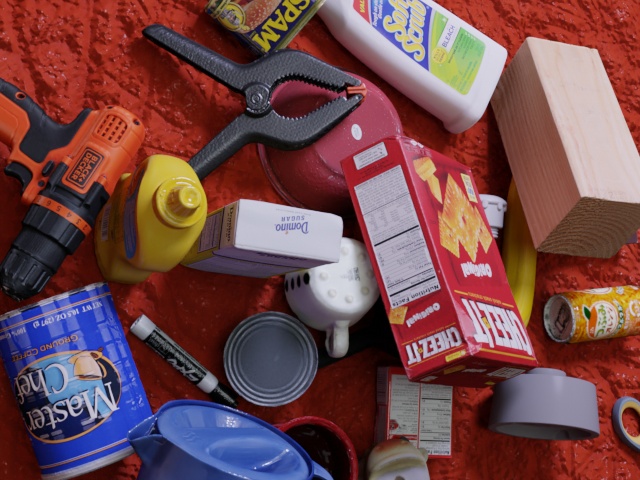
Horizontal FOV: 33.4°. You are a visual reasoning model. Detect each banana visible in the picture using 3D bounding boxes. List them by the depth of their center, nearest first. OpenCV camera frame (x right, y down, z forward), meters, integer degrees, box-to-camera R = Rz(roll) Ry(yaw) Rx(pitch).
[{"bbox_3d":[0.204,0.020,1.095,0.037,0.069,0.197,6,65,9],"label":"banana"}]

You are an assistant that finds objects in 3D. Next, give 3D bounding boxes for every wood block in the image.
[{"bbox_3d":[0.249,-0.094,1.070,0.090,0.091,0.206,6,52,-20],"label":"wood block"}]

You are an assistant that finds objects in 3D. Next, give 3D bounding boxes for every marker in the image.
[{"bbox_3d":[-0.122,0.113,0.968,0.121,0.020,0.020,42,69,-12],"label":"marker"}]

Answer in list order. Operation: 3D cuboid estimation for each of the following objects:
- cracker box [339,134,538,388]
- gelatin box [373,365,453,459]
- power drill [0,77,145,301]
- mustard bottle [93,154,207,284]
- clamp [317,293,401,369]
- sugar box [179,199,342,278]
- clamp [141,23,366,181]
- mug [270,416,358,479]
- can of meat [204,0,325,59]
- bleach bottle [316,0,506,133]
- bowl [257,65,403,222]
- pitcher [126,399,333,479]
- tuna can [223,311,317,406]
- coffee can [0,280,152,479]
[{"bbox_3d":[0.113,0.022,0.978,0.164,0.072,0.214,16,53,-57],"label":"cracker box"},{"bbox_3d":[0.091,0.168,1.043,0.073,0.030,0.089,6,82,-22],"label":"gelatin box"},{"bbox_3d":[-0.266,-0.065,0.890,0.187,0.057,0.184,30,72,0],"label":"power drill"},{"bbox_3d":[-0.138,-0.020,0.886,0.058,0.192,0.096,11,78,-23],"label":"mustard bottle"},{"bbox_3d":[0.059,0.083,1.039,0.171,0.039,0.120,18,82,-12],"label":"clamp"},{"bbox_3d":[-0.056,0.001,0.927,0.093,0.176,0.048,9,79,-21],"label":"sugar box"},{"bbox_3d":[-0.063,-0.117,0.986,0.210,0.036,0.164,1,87,0],"label":"clamp"},{"bbox_3d":[-0.027,0.216,0.957,0.093,0.082,0.117,18,75,-19],"label":"mug"},{"bbox_3d":[-0.049,-0.229,1.010,0.084,0.102,0.057,41,26,-10],"label":"can of meat"},{"bbox_3d":[0.062,-0.213,1.074,0.250,0.068,0.102,30,71,-14],"label":"bleach bottle"},{"bbox_3d":[0.022,-0.101,1.042,0.161,0.055,0.162,4,81,-23],"label":"bowl"},{"bbox_3d":[-0.097,0.264,0.860,0.149,0.144,0.243,26,101,24],"label":"pitcher"},{"bbox_3d":[-0.046,0.108,0.980,0.086,0.034,0.086,0,85,-4],"label":"tuna can"},{"bbox_3d":[-0.204,0.116,0.888,0.102,0.103,0.140,-19,89,-24],"label":"coffee can"}]
